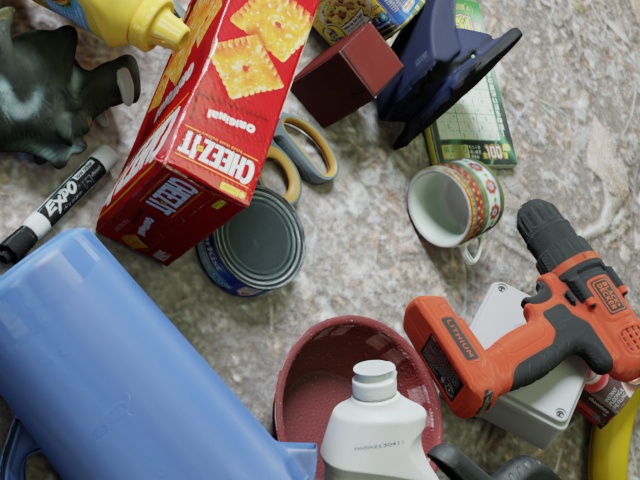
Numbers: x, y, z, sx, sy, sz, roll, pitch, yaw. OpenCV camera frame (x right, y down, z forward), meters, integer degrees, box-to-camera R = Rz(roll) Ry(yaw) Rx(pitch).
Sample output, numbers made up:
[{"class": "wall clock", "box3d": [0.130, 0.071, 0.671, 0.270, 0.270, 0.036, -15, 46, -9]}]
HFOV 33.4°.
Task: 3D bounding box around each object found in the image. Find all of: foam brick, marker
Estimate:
[{"class": "foam brick", "box3d": [0.022, -0.142, 0.925, 0.053, 0.078, 0.051, 51, 53, -14]}, {"class": "marker", "box3d": [-0.189, -0.026, 0.771, 0.020, 0.020, 0.121, 47, 54, -14]}]

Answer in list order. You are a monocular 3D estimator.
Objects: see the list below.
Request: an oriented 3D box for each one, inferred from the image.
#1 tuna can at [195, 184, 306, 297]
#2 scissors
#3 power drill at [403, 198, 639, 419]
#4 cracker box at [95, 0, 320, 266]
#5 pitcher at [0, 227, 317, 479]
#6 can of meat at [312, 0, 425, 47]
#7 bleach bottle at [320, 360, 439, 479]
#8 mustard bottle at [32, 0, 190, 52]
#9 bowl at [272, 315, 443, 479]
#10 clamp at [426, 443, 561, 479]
[{"class": "tuna can", "box3d": [-0.056, 0.001, 0.848, 0.086, 0.034, 0.086, 12, 68, -32]}, {"class": "scissors", "box3d": [-0.067, -0.105, 0.887, 0.201, 0.016, 0.096, 39, 56, -18]}, {"class": "power drill", "box3d": [0.168, 0.057, 0.899, 0.187, 0.057, 0.184, -19, 60, -21]}, {"class": "cracker box", "box3d": [-0.079, -0.106, 0.775, 0.072, 0.164, 0.213, 26, 65, -18]}, {"class": "pitcher", "box3d": [-0.133, 0.121, 0.703, 0.243, 0.145, 0.149, 52, 41, -5]}, {"class": "can of meat", "box3d": [0.030, -0.214, 0.939, 0.084, 0.102, 0.057, 45, 55, -18]}, {"class": "bleach bottle", "box3d": [0.055, 0.207, 0.763, 0.102, 0.068, 0.251, -8, 104, -14]}, {"class": "mustard bottle", "box3d": [-0.176, -0.184, 0.742, 0.191, 0.096, 0.058, 30, 80, 7]}, {"class": "bowl", "box3d": [0.019, 0.143, 0.839, 0.161, 0.055, 0.162, 12, 68, -32]}, {"class": "clamp", "box3d": [0.138, 0.239, 0.884, 0.209, 0.036, 0.164, 5, 104, -47]}]
